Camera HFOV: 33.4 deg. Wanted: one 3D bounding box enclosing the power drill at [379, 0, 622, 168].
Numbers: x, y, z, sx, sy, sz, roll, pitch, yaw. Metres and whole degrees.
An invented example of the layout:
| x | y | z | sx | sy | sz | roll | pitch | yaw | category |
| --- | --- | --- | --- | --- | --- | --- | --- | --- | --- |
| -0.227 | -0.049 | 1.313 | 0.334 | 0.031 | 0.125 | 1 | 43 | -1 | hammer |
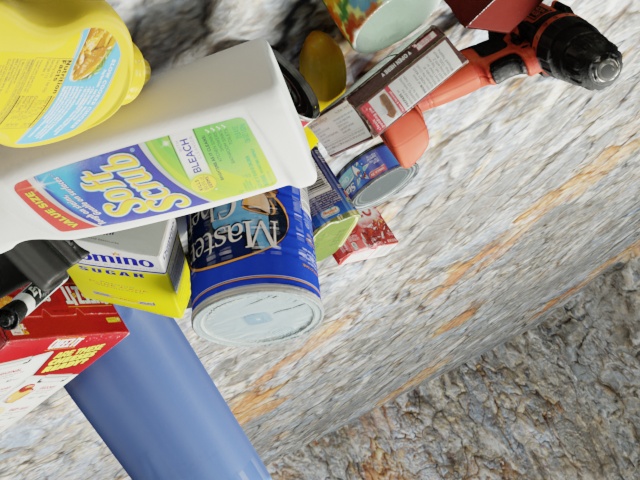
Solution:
| x | y | z | sx | sy | sz | roll | pitch | yaw | category |
| --- | --- | --- | --- | --- | --- | --- | --- | --- | --- |
| 0.133 | -0.129 | 0.868 | 0.187 | 0.057 | 0.184 | -26 | -156 | 0 | power drill |

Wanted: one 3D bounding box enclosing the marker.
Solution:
| x | y | z | sx | sy | sz | roll | pitch | yaw | category |
| --- | --- | --- | --- | --- | --- | --- | --- | --- | --- |
| -0.228 | 0.044 | 0.848 | 0.020 | 0.020 | 0.121 | -35 | -171 | 14 | marker |

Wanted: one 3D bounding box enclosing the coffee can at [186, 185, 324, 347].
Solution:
| x | y | z | sx | sy | sz | roll | pitch | yaw | category |
| --- | --- | --- | --- | --- | --- | --- | --- | --- | --- |
| -0.056 | 0.001 | 0.851 | 0.102 | 0.140 | 0.103 | -6 | 152 | -3 | coffee can |

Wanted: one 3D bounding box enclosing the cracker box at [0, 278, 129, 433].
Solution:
| x | y | z | sx | sy | sz | roll | pitch | yaw | category |
| --- | --- | --- | --- | --- | --- | --- | --- | --- | --- |
| -0.300 | 0.115 | 0.930 | 0.214 | 0.072 | 0.164 | -38 | 164 | 19 | cracker box |

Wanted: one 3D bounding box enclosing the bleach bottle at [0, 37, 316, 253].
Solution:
| x | y | z | sx | sy | sz | roll | pitch | yaw | category |
| --- | --- | --- | --- | --- | --- | --- | --- | --- | --- |
| -0.136 | -0.043 | 0.689 | 0.251 | 0.068 | 0.102 | -19 | 138 | 4 | bleach bottle |

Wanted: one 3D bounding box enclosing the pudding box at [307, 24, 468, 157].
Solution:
| x | y | z | sx | sy | sz | roll | pitch | yaw | category |
| --- | --- | --- | --- | --- | --- | --- | --- | --- | --- |
| 0.045 | -0.106 | 0.772 | 0.090 | 0.039 | 0.114 | -41 | -174 | -13 | pudding box |

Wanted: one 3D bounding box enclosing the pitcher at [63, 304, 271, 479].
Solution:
| x | y | z | sx | sy | sz | roll | pitch | yaw | category |
| --- | --- | --- | --- | --- | --- | --- | --- | --- | --- |
| -0.158 | 0.173 | 1.058 | 0.145 | 0.243 | 0.149 | -41 | 169 | 26 | pitcher |

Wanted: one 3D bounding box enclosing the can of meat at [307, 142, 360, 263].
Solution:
| x | y | z | sx | sy | sz | roll | pitch | yaw | category |
| --- | --- | --- | --- | --- | --- | --- | --- | --- | --- |
| -0.014 | -0.031 | 0.993 | 0.057 | 0.084 | 0.102 | -24 | 163 | -25 | can of meat |

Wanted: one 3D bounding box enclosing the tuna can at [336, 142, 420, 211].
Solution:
| x | y | z | sx | sy | sz | roll | pitch | yaw | category |
| --- | --- | --- | --- | --- | --- | --- | --- | --- | --- |
| 0.059 | -0.067 | 1.112 | 0.086 | 0.034 | 0.086 | -29 | 165 | -9 | tuna can |

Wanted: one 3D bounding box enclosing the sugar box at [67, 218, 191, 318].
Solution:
| x | y | z | sx | sy | sz | roll | pitch | yaw | category |
| --- | --- | --- | --- | --- | --- | --- | --- | --- | --- |
| -0.157 | 0.014 | 0.850 | 0.093 | 0.048 | 0.176 | 11 | 164 | 3 | sugar box |

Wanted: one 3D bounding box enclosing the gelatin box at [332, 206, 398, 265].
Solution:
| x | y | z | sx | sy | sz | roll | pitch | yaw | category |
| --- | --- | --- | --- | --- | --- | --- | --- | --- | --- |
| 0.034 | -0.015 | 1.153 | 0.089 | 0.073 | 0.030 | -10 | 153 | -51 | gelatin box |

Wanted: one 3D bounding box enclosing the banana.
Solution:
| x | y | z | sx | sy | sz | roll | pitch | yaw | category |
| --- | --- | --- | --- | --- | --- | --- | --- | --- | --- |
| -0.018 | -0.101 | 0.853 | 0.069 | 0.037 | 0.198 | -21 | 162 | -37 | banana |

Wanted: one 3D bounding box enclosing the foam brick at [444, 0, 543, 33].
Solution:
| x | y | z | sx | sy | sz | roll | pitch | yaw | category |
| --- | --- | --- | --- | --- | --- | --- | --- | --- | --- |
| 0.131 | -0.195 | 0.814 | 0.051 | 0.053 | 0.078 | -41 | 161 | 32 | foam brick |

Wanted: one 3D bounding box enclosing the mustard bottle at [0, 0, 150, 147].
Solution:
| x | y | z | sx | sy | sz | roll | pitch | yaw | category |
| --- | --- | --- | --- | --- | --- | --- | --- | --- | --- |
| -0.155 | -0.092 | 0.567 | 0.096 | 0.058 | 0.191 | -53 | 161 | 23 | mustard bottle |
